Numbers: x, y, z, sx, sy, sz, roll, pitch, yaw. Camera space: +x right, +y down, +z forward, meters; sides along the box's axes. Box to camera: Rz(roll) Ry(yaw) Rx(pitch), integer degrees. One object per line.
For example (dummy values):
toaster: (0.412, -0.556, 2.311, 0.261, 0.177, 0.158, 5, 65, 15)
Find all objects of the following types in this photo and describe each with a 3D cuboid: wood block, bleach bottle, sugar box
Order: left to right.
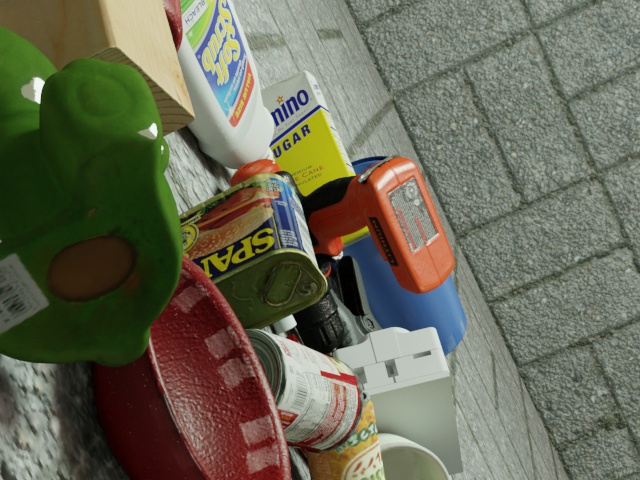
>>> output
wood block: (-0.155, -0.154, 0.633, 0.090, 0.090, 0.206, 43, 25, -61)
bleach bottle: (-0.096, -0.155, 0.894, 0.102, 0.068, 0.250, -64, 143, -32)
sugar box: (-0.018, -0.071, 1.064, 0.176, 0.093, 0.048, 66, 12, 6)

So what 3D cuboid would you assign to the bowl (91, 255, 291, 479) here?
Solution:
bowl: (-0.076, 0.088, 0.579, 0.162, 0.055, 0.162, 60, 13, -24)

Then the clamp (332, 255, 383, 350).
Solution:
clamp: (0.026, 0.082, 1.004, 0.120, 0.039, 0.171, 4, 50, -48)

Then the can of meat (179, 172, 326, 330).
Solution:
can of meat: (-0.054, 0.012, 0.719, 0.057, 0.102, 0.084, 54, 14, -43)

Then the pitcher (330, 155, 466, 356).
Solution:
pitcher: (0.078, 0.027, 1.244, 0.149, 0.145, 0.242, -82, 151, -47)

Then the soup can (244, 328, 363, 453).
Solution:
soup can: (-0.025, 0.101, 0.710, 0.102, 0.069, 0.068, 29, 37, -54)

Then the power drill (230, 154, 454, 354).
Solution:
power drill: (0.018, 0.011, 0.883, 0.057, 0.188, 0.184, -37, 108, -40)
